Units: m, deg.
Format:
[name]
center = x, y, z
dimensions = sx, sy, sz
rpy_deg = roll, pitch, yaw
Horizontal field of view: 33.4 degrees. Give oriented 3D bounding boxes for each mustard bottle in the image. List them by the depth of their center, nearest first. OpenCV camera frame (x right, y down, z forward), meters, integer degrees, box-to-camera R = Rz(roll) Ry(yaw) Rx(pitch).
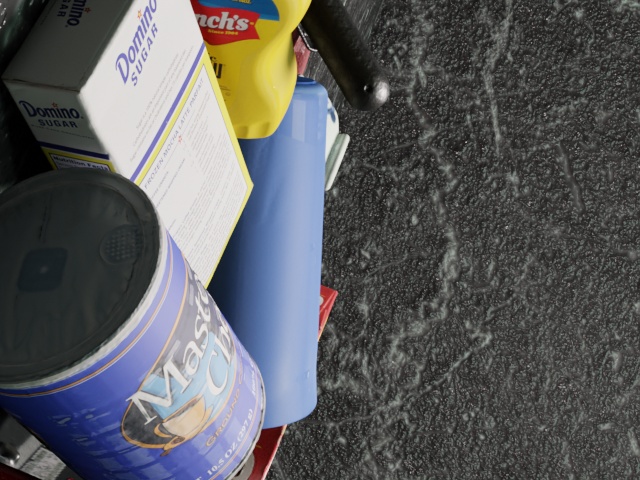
[mustard bottle]
center = -0.051, -0.127, 0.524
dimensions = 0.192, 0.096, 0.058
rpy_deg = 109, 5, -62

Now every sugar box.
[sugar box]
center = -0.084, -0.049, 0.516
dimensions = 0.176, 0.048, 0.093
rpy_deg = 72, 34, -52

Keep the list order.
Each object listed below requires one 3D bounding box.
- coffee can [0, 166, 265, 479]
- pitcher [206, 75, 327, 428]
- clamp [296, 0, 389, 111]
[coffee can]
center = -0.094, 0.050, 0.480
dimensions = 0.140, 0.103, 0.102
rpy_deg = 65, 40, -52
[pitcher]
center = -0.055, 0.001, 0.773
dimensions = 0.149, 0.144, 0.243
rpy_deg = -147, -120, -63
[clamp]
center = -0.020, -0.156, 0.594
dimensions = 0.039, 0.171, 0.120
rpy_deg = -32, -157, -4
